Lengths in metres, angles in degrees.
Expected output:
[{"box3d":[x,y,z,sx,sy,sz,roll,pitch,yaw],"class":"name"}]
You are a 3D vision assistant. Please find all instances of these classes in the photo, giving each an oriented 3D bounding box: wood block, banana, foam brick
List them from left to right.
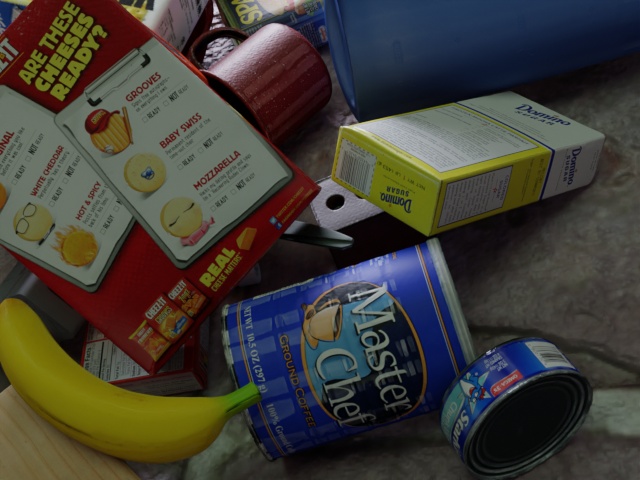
[{"box3d":[-0.134,0.179,0.634,0.090,0.091,0.206,-41,50,-16],"class":"wood block"},{"box3d":[-0.132,0.087,0.631,0.198,0.037,0.069,17,42,25],"class":"banana"},{"box3d":[0.037,-0.019,0.763,0.078,0.051,0.053,-22,48,1],"class":"foam brick"}]

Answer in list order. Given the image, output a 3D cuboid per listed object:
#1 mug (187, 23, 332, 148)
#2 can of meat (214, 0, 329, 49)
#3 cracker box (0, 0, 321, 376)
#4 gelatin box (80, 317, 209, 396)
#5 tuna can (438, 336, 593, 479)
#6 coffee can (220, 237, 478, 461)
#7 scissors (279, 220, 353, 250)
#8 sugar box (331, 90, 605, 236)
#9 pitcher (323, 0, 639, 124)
[{"box3d":[-0.054,-0.127,0.856,0.117,0.093,0.081,42,66,13],"class":"mug"},{"box3d":[-0.041,-0.199,0.940,0.084,0.057,0.102,-23,47,-3],"class":"can of meat"},{"box3d":[-0.133,-0.044,0.695,0.213,0.072,0.164,42,86,-5],"class":"cracker box"},{"box3d":[-0.124,0.075,0.758,0.089,0.030,0.073,-12,50,11],"class":"gelatin box"},{"box3d":[0.112,0.097,0.615,0.086,0.086,0.034,-30,46,-6],"class":"tuna can"},{"box3d":[0.021,0.068,0.661,0.140,0.102,0.103,-18,48,5],"class":"coffee can"},{"box3d":[-0.055,0.001,0.768,0.096,0.016,0.202,-45,32,-5],"class":"scissors"},{"box3d":[0.102,-0.056,0.721,0.175,0.048,0.093,-14,36,-41],"class":"sugar box"},{"box3d":[0.123,-0.180,0.794,0.243,0.149,0.145,-13,78,-1],"class":"pitcher"}]
